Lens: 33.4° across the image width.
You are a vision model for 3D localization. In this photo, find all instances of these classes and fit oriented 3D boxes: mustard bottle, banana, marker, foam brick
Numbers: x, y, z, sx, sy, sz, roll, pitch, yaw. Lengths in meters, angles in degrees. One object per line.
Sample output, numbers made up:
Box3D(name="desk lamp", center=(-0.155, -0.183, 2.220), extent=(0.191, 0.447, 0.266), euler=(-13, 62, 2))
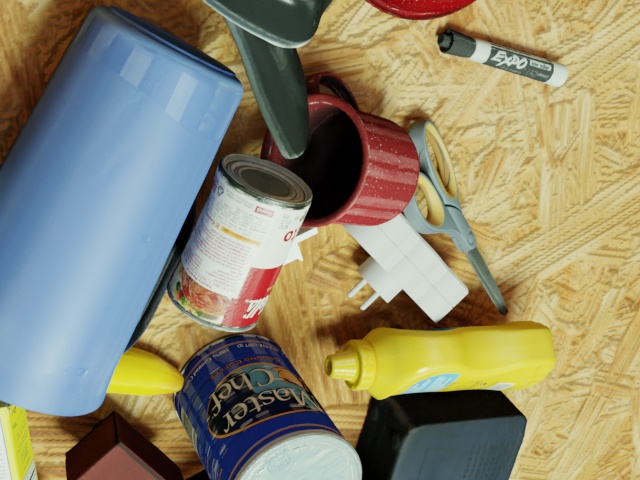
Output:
Box3D(name="mustard bottle", center=(0.093, 0.101, 0.891), extent=(0.191, 0.096, 0.058), euler=(-1, 75, -25))
Box3D(name="banana", center=(-0.196, 0.104, 0.784), extent=(0.197, 0.037, 0.070), euler=(-10, 143, -19))
Box3D(name="marker", center=(0.140, -0.141, 0.824), extent=(0.120, 0.020, 0.020), euler=(10, 111, -30))
Box3D(name="foam brick", center=(-0.145, 0.178, 0.800), extent=(0.051, 0.053, 0.078), euler=(-42, 113, 1))

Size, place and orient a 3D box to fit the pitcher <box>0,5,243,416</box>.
Box3D(name="pitcher", center=(-0.144, -0.019, 0.693), extent=(0.145, 0.149, 0.243), euler=(27, 100, -13))

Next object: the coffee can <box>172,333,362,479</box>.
Box3D(name="coffee can", center=(-0.044, 0.150, 0.816), extent=(0.102, 0.140, 0.103), euler=(-12, 120, -21))

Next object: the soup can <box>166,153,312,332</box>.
Box3D(name="soup can", center=(-0.055, 0.001, 0.718), extent=(0.068, 0.068, 0.102), euler=(11, 117, -30))

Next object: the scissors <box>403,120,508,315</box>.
Box3D(name="scissors", center=(0.105, 0.002, 0.842), extent=(0.096, 0.016, 0.201), euler=(-53, 127, -49))

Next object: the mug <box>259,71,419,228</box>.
Box3D(name="mug", center=(0.015, -0.064, 0.762), extent=(0.093, 0.117, 0.081), euler=(-22, 165, 33))
